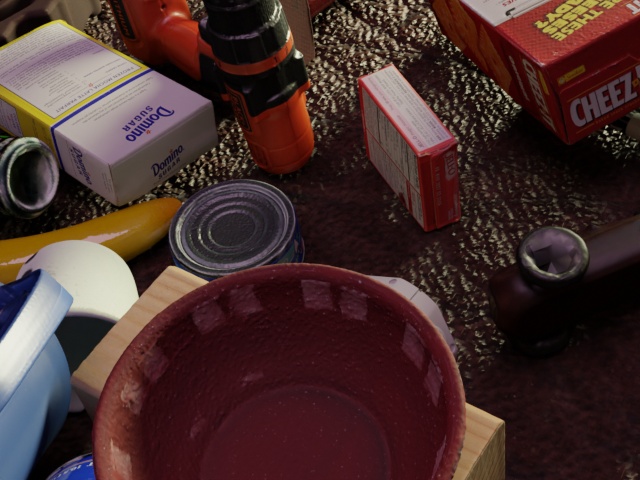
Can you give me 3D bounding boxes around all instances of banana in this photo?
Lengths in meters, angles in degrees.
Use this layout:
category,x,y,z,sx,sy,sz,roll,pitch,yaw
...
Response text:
category,x,y,z,sx,sy,sz,roll,pitch,yaw
banana,-0.190,0.005,0.710,0.198,0.037,0.069,-6,49,5

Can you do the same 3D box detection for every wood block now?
category,x,y,z,sx,sy,sz,roll,pitch,yaw
wood block,-0.016,0.105,0.558,0.206,0.091,0.090,22,57,26

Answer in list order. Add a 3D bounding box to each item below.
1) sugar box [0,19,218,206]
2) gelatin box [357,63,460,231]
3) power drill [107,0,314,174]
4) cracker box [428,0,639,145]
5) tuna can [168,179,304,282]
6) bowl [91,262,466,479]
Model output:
category,x,y,z,sx,sy,sz,roll,pitch,yaw
sugar box,-0.165,-0.095,0.760,0.176,0.048,0.093,33,55,31
gelatin box,0.059,-0.060,0.699,0.030,0.073,0.089,-25,50,-11
power drill,-0.083,-0.150,0.732,0.057,0.184,0.188,-34,50,-18
cracker box,0.182,-0.167,0.724,0.164,0.072,0.214,-29,35,0
tuna can,-0.055,0.001,0.692,0.086,0.034,0.086,-5,49,5
bowl,-0.016,0.089,0.473,0.162,0.055,0.162,-5,50,6
